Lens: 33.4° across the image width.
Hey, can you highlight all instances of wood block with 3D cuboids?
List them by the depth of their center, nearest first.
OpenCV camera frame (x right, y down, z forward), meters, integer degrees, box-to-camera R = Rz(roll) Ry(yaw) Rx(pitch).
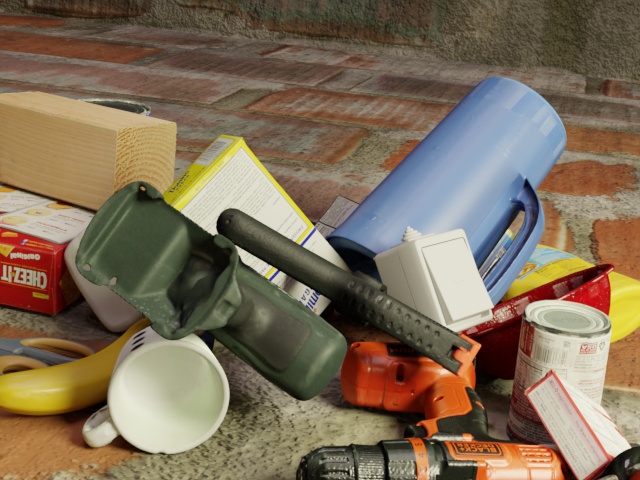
[{"bbox_3d":[-0.260,-0.096,1.132,0.206,0.091,0.090,15,18,32],"label":"wood block"}]

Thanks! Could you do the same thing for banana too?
[{"bbox_3d":[-0.183,0.099,0.839,0.070,0.037,0.197,41,32,26],"label":"banana"}]

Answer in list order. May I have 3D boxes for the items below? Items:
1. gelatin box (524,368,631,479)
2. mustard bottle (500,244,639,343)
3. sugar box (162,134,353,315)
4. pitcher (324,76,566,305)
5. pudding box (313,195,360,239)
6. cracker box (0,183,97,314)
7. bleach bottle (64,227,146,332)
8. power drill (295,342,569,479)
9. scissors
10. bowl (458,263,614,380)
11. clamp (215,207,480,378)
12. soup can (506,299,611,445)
[{"bbox_3d":[0.187,0.140,0.738,0.073,0.030,0.089,35,18,-38],"label":"gelatin box"},{"bbox_3d":[0.234,0.044,1.090,0.096,0.058,0.192,-20,27,-26],"label":"mustard bottle"},{"bbox_3d":[-0.056,0.001,0.943,0.093,0.176,0.048,-47,30,-16],"label":"sugar box"},{"bbox_3d":[0.133,-0.035,1.009,0.149,0.242,0.145,42,-17,-1],"label":"pitcher"},{"bbox_3d":[0.032,0.009,1.111,0.039,0.090,0.114,46,-12,-36],"label":"pudding box"},{"bbox_3d":[-0.289,0.000,1.087,0.164,0.072,0.213,9,18,14],"label":"cracker box"},{"bbox_3d":[-0.145,0.014,1.068,0.102,0.068,0.250,55,24,6],"label":"bleach bottle"},{"bbox_3d":[0.065,0.137,0.772,0.184,0.057,0.188,5,20,-10],"label":"power drill"},{"bbox_3d":[-0.288,0.093,0.886,0.202,0.016,0.096,7,18,9],"label":"scissors"},{"bbox_3d":[0.187,0.077,0.920,0.162,0.055,0.162,-24,-1,-1],"label":"bowl"},{"bbox_3d":[0.023,0.040,0.815,0.210,0.036,0.164,29,0,33],"label":"clamp"},{"bbox_3d":[0.183,0.105,0.821,0.068,0.102,0.068,4,18,-1],"label":"soup can"}]
